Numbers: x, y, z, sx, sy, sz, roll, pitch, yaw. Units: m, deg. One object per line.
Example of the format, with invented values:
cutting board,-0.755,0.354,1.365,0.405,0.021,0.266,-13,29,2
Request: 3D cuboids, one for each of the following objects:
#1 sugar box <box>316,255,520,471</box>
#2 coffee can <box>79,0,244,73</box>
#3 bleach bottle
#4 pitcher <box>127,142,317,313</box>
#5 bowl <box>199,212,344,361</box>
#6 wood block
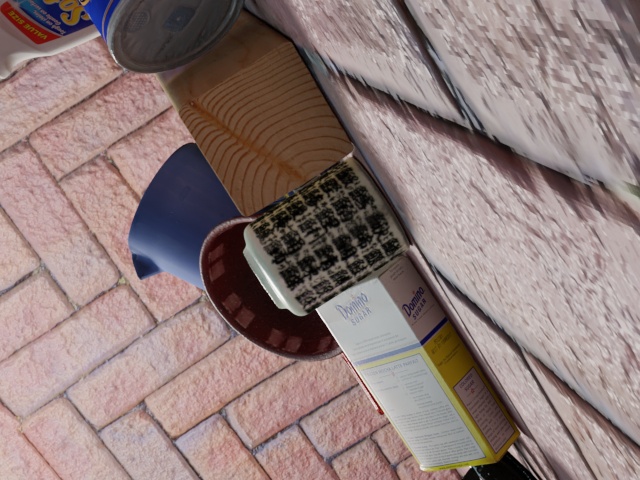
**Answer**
sugar box,0.077,0.102,0.865,0.094,0.048,0.176,-24,99,50
coffee can,-0.130,-0.201,0.736,0.140,0.103,0.102,56,178,21
bleach bottle,-0.247,-0.226,1.031,0.102,0.251,0.068,57,178,-27
pitcher,-0.057,0.001,1.079,0.243,0.144,0.149,28,130,8
bowl,-0.027,0.031,0.965,0.162,0.162,0.055,57,-139,-20
wood block,-0.060,-0.104,0.793,0.090,0.090,0.206,58,178,-24
